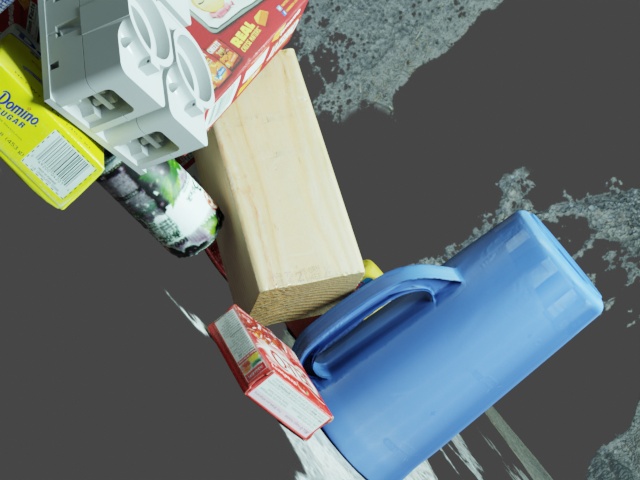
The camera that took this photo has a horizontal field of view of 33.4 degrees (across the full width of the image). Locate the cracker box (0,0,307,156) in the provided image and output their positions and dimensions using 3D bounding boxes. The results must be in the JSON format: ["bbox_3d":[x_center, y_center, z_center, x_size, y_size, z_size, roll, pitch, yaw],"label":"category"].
[{"bbox_3d":[-0.140,-0.185,0.815,0.213,0.164,0.072,34,-36,1],"label":"cracker box"}]

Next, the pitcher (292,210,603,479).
[{"bbox_3d":[0.103,0.082,0.887,0.145,0.243,0.149,52,12,11],"label":"pitcher"}]

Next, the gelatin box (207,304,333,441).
[{"bbox_3d":[-0.035,0.096,0.772,0.089,0.030,0.073,45,7,-45],"label":"gelatin box"}]

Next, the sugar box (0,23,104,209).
[{"bbox_3d":[-0.187,-0.088,0.701,0.093,0.048,0.176,48,6,-22],"label":"sugar box"}]

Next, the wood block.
[{"bbox_3d":[-0.043,-0.043,0.879,0.091,0.090,0.206,117,-41,-63],"label":"wood block"}]
